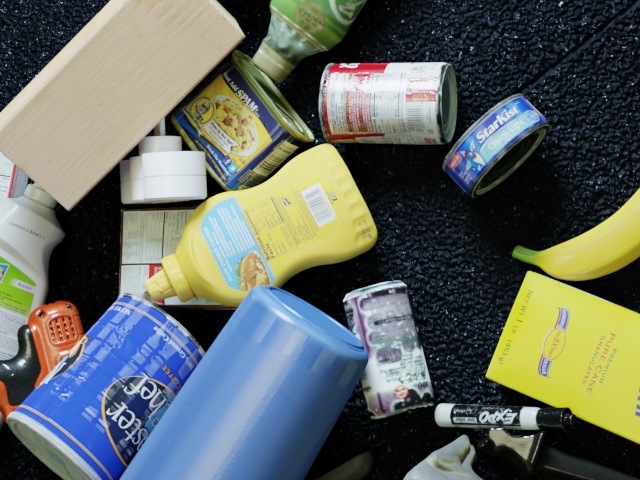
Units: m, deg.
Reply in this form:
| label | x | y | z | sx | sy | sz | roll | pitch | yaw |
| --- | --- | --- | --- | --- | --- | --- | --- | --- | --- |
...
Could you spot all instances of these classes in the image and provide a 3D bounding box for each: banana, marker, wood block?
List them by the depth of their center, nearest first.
| label | x | y | z | sx | sy | sz | roll | pitch | yaw |
| --- | --- | --- | --- | --- | --- | --- | --- | --- | --- |
| banana | 0.243 | -0.029 | 0.828 | 0.198 | 0.037 | 0.070 | -41 | 74 | 11 |
| marker | 0.143 | 0.138 | 0.832 | 0.121 | 0.020 | 0.020 | -6 | 82 | 42 |
| wood block | -0.171 | -0.137 | 0.895 | 0.206 | 0.090 | 0.090 | -44 | 111 | 8 |

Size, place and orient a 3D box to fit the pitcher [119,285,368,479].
| label | x | y | z | sx | sy | sz | roll | pitch | yaw |
| --- | --- | --- | --- | --- | --- | --- | --- | --- | --- |
| pitcher | -0.071 | 0.158 | 0.844 | 0.149 | 0.144 | 0.243 | 34 | 94 | 23 |

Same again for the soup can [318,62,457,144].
| label | x | y | z | sx | sy | sz | roll | pitch | yaw |
| --- | --- | --- | --- | --- | --- | --- | --- | --- | --- |
| soup can | 0.057 | -0.113 | 0.884 | 0.102 | 0.068 | 0.068 | 2 | 86 | 18 |

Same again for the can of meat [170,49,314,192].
| label | x | y | z | sx | sy | sz | roll | pitch | yaw |
| --- | --- | --- | --- | --- | --- | --- | --- | --- | --- |
| can of meat | -0.070 | -0.100 | 0.932 | 0.084 | 0.057 | 0.102 | -41 | 73 | 13 |

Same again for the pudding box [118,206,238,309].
| label | x | y | z | sx | sy | sz | roll | pitch | yaw |
| --- | --- | --- | --- | --- | --- | --- | --- | --- | --- |
| pudding box | -0.122 | 0.016 | 0.949 | 0.114 | 0.039 | 0.090 | 0 | 83 | 16 |

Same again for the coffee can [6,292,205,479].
| label | x | y | z | sx | sy | sz | roll | pitch | yaw |
| --- | --- | --- | --- | --- | --- | --- | --- | --- | --- |
| coffee can | -0.175 | 0.129 | 0.891 | 0.103 | 0.103 | 0.140 | 30 | 62 | 19 |

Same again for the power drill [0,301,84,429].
| label | x | y | z | sx | sy | sz | roll | pitch | yaw |
| --- | --- | --- | --- | --- | --- | --- | --- | --- | --- |
| power drill | -0.277 | 0.160 | 0.924 | 0.057 | 0.187 | 0.184 | -16 | 88 | 60 |

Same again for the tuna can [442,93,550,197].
| label | x | y | z | sx | sy | sz | roll | pitch | yaw |
| --- | --- | --- | --- | --- | --- | --- | --- | --- | --- |
| tuna can | 0.139 | -0.074 | 0.843 | 0.086 | 0.086 | 0.034 | -44 | 75 | 10 |

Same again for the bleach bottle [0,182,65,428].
| label | x | y | z | sx | sy | sz | roll | pitch | yaw |
| --- | --- | --- | --- | --- | --- | --- | --- | --- | --- |
| bleach bottle | -0.296 | 0.064 | 0.982 | 0.068 | 0.102 | 0.251 | 18 | 83 | 57 |

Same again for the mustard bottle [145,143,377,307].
| label | x | y | z | sx | sy | sz | roll | pitch | yaw |
| --- | --- | --- | --- | --- | --- | --- | --- | --- | --- |
| mustard bottle | -0.056 | 0.001 | 0.887 | 0.191 | 0.058 | 0.096 | -26 | 83 | -5 |

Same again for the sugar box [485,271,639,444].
| label | x | y | z | sx | sy | sz | roll | pitch | yaw |
| --- | --- | --- | --- | --- | --- | --- | --- | --- | --- |
| sugar box | 0.227 | 0.098 | 0.818 | 0.176 | 0.048 | 0.093 | 22 | 93 | 21 |

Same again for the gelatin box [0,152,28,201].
| label | x | y | z | sx | sy | sz | roll | pitch | yaw |
| --- | --- | --- | --- | --- | --- | --- | --- | --- | --- |
| gelatin box | -0.321 | -0.050 | 1.027 | 0.073 | 0.030 | 0.089 | 9 | 88 | 18 |
